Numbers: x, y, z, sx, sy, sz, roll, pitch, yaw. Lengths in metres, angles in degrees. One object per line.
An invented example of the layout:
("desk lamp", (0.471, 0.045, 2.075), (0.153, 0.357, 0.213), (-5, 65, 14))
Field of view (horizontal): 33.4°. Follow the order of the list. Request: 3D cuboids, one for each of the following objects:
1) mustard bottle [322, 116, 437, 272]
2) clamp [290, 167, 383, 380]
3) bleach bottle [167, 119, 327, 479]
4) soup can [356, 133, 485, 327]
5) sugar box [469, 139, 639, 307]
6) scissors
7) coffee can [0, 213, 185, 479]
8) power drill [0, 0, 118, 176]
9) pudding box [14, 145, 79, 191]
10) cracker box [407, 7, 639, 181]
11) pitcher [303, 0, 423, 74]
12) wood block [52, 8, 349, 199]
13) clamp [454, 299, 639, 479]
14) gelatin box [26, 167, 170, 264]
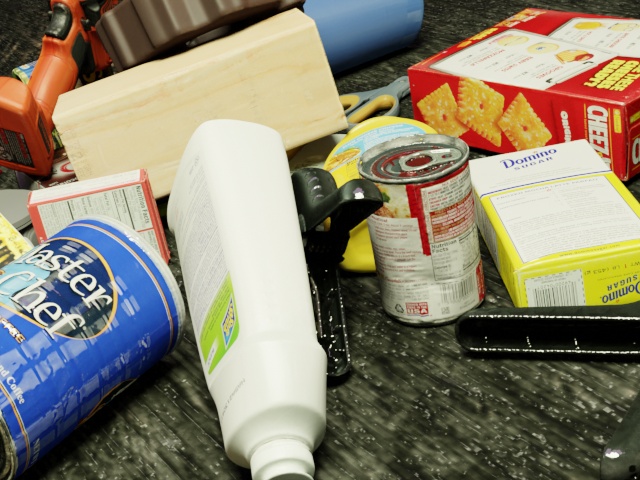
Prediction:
("mustard bottle", (0.049, -0.047, 0.794), (0.096, 0.058, 0.191), (-22, 25, 9))
("clamp", (-0.002, 0.011, 0.668), (0.039, 0.120, 0.171), (12, 8, -14))
("bleach bottle", (-0.041, 0.042, 0.608), (0.068, 0.103, 0.251), (6, 41, -19))
("soup can", (0.064, -0.006, 0.660), (0.068, 0.102, 0.068), (-9, 27, 4))
("sugar box", (0.155, -0.010, 0.698), (0.093, 0.048, 0.176), (-10, 23, 2))
("scissors", (0.059, -0.146, 1.032), (0.096, 0.016, 0.201), (3, 30, 26))
("coffee can", (-0.161, 0.061, 0.617), (0.103, 0.103, 0.140), (9, 33, 35))
("power drill", (-0.224, -0.163, 0.886), (0.057, 0.184, 0.187), (15, 59, 9))
("pudding box", (-0.199, -0.059, 0.938), (0.113, 0.039, 0.090), (-27, 32, -27))
("cracker box", (0.205, -0.125, 0.874), (0.163, 0.072, 0.214), (-30, 33, -32))
("pitcher", (-0.024, -0.229, 1.104), (0.242, 0.149, 0.145), (-21, -7, -26))
("wood block", (-0.094, -0.101, 0.838), (0.206, 0.090, 0.091), (-21, 20, -3))
("clamp", (0.193, 0.057, 0.558), (0.210, 0.036, 0.164), (-14, 26, -6))
("gelatin box", (-0.162, -0.008, 0.785), (0.089, 0.073, 0.030), (-13, 27, -3))
